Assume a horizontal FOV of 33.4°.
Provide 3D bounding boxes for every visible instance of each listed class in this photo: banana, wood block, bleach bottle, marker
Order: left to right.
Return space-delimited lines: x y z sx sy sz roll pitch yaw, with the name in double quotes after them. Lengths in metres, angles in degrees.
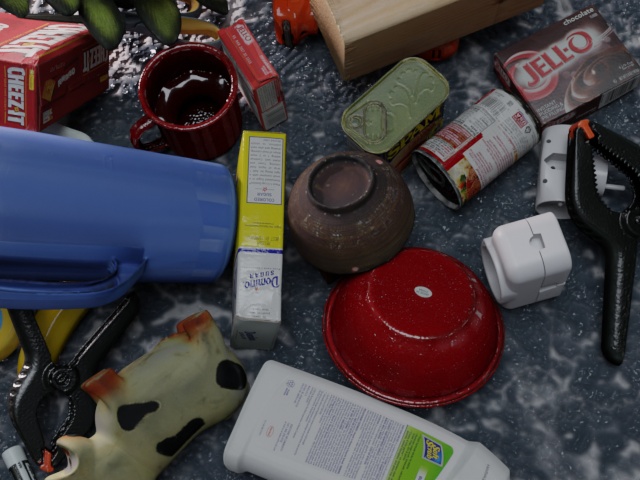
-0.243 0.233 0.921 0.020 0.020 0.121 -29 69 -7 "marker"
-0.213 0.057 0.977 0.197 0.037 0.070 -41 71 -11 "banana"
0.053 0.190 0.891 0.251 0.068 0.102 21 72 10 "bleach bottle"
0.100 -0.235 0.981 0.206 0.091 0.090 -22 75 -5 "wood block"

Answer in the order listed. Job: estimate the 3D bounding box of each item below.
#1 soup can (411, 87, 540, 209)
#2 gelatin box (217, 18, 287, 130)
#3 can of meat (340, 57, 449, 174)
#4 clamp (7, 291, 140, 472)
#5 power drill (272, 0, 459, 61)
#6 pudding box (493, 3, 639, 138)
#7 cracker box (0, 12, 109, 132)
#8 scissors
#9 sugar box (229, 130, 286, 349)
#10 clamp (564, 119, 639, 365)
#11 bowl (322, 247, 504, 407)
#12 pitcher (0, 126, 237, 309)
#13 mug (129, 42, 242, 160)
0.144 -0.086 0.985 0.102 0.068 0.068 -39 71 -10 "soup can"
-0.063 -0.158 1.019 0.030 0.089 0.073 -29 69 -7 "gelatin box"
0.070 -0.107 0.991 0.102 0.084 0.057 -43 72 -11 "can of meat"
-0.237 0.111 0.932 0.120 0.039 0.171 18 81 -14 "clamp"
0.046 -0.265 1.068 0.187 0.057 0.184 -2 69 4 "power drill"
0.235 -0.162 1.022 0.113 0.039 0.090 -27 69 -6 "pudding box"
-0.329 -0.171 1.009 0.214 0.164 0.072 10 114 9 "cracker box"
-0.194 -0.226 1.050 0.201 0.016 0.096 9 45 -19 "scissors"
-0.057 0.001 0.953 0.048 0.093 0.176 5 68 -5 "sugar box"
0.270 -0.006 0.937 0.164 0.036 0.210 -36 89 -8 "clamp"
0.083 0.060 0.918 0.162 0.055 0.162 2 53 -2 "bowl"
-0.198 -0.016 0.904 0.242 0.145 0.149 5 89 -20 "pitcher"
-0.128 -0.121 1.014 0.117 0.081 0.093 -37 71 -10 "mug"
